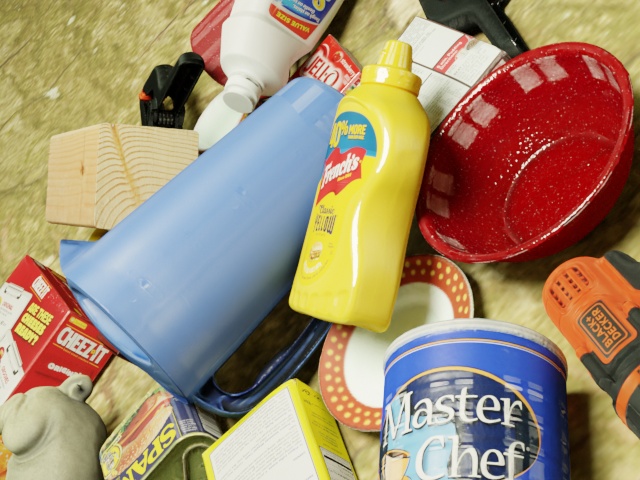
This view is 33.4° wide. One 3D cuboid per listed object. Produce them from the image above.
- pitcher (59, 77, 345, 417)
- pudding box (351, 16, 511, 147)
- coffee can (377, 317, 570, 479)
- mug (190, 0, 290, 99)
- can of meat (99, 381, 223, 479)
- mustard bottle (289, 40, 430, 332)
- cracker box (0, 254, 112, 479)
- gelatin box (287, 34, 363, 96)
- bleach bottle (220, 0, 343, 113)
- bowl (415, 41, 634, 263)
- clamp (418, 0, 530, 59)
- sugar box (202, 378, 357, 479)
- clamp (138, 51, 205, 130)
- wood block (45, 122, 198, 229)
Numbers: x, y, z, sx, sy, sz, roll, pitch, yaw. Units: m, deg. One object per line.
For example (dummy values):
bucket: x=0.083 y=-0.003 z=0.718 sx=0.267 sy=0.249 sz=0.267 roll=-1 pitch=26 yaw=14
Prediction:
pitcher: x=-0.055 y=0.001 z=0.788 sx=0.242 sy=0.149 sz=0.145 roll=-45 pitch=37 yaw=-15
pudding box: x=0.083 y=-0.112 z=0.791 sx=0.090 sy=0.039 sz=0.114 roll=-50 pitch=38 yaw=-3
coffee can: x=0.080 y=0.126 z=0.559 sx=0.103 sy=0.102 sz=0.140 roll=-25 pitch=44 yaw=36
mug: x=-0.067 y=-0.189 z=1.032 sx=0.082 sy=0.093 sz=0.117 roll=-38 pitch=69 yaw=31
can of meat: x=-0.118 y=0.165 z=0.806 sx=0.102 sy=0.057 sz=0.084 roll=-48 pitch=32 yaw=7
mustard bottle: x=0.032 y=-0.039 z=0.712 sx=0.096 sy=0.058 sz=0.191 roll=8 pitch=84 yaw=68
cracker box: x=-0.301 y=0.140 z=1.033 sx=0.213 sy=0.072 sz=0.164 roll=-54 pitch=35 yaw=-1
gelatin box: x=0.004 y=-0.132 z=0.937 sx=0.073 sy=0.030 sz=0.089 roll=-45 pitch=35 yaw=13
bleach bottle: x=-0.025 y=-0.215 z=0.964 sx=0.068 sy=0.102 sz=0.250 roll=-4 pitch=53 yaw=40
bowl: x=0.139 y=-0.045 z=0.678 sx=0.162 sy=0.055 sz=0.162 roll=-31 pitch=41 yaw=30
clamp: x=0.137 y=-0.203 z=0.831 sx=0.120 sy=0.039 sz=0.172 roll=-53 pitch=34 yaw=0
sugar box: x=-0.016 y=0.181 z=0.680 sx=0.093 sy=0.048 sz=0.176 roll=-43 pitch=39 yaw=16
clamp: x=-0.158 y=-0.115 z=1.086 sx=0.210 sy=0.036 sz=0.164 roll=-143 pitch=60 yaw=-67
wood block: x=-0.189 y=-0.055 z=0.991 sx=0.206 sy=0.090 sz=0.091 roll=-174 pitch=87 yaw=-65
